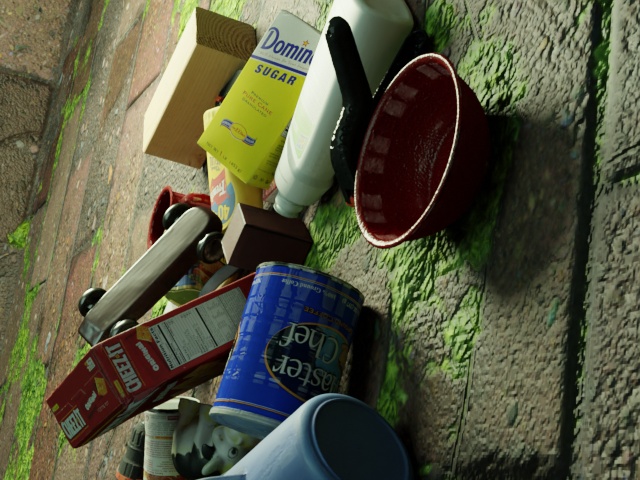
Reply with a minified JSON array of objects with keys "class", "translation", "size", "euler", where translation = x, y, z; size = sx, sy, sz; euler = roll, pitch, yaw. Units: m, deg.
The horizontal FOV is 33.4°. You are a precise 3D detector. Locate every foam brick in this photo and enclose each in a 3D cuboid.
[{"class":"foam brick","translation":[-0.057,0.001,1.127],"size":[0.053,0.078,0.051],"euler":[-114,43,-59]}]

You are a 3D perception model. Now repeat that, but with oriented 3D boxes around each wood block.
[{"class":"wood block","translation":[-0.172,-0.211,1.501],"size":[0.206,0.090,0.090],"euler":[-56,29,39]}]

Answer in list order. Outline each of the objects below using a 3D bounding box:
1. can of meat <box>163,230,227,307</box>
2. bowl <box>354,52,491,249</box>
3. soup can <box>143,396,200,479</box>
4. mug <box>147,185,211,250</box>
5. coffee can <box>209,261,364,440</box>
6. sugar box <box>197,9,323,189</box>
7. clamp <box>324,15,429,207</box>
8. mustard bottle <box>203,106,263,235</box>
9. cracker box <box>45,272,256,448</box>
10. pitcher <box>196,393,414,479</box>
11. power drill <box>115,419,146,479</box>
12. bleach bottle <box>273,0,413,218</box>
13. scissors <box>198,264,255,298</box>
[{"class":"can of meat","translation":[-0.144,0.039,1.277],"size":[0.058,0.102,0.084],"euler":[-13,62,24]},{"class":"bowl","translation":[0.089,-0.065,0.857],"size":[0.162,0.055,0.162],"euler":[-46,36,49]},{"class":"soup can","translation":[-0.170,0.236,1.226],"size":[0.069,0.068,0.102],"euler":[-168,77,-67]},{"class":"mug","translation":[-0.168,-0.024,1.391],"size":[0.117,0.081,0.093],"euler":[-52,32,44]},{"class":"coffee can","translation":[-0.028,0.103,0.939],"size":[0.103,0.102,0.140],"euler":[-21,49,63]},{"class":"sugar box","translation":[-0.050,-0.152,1.150],"size":[0.093,0.048,0.176],"euler":[39,104,32]},{"class":"clamp","translation":[0.038,-0.114,0.938],"size":[0.039,0.120,0.171],"euler":[11,91,52]},{"class":"mustard bottle","translation":[-0.099,-0.060,1.250],"size":[0.096,0.058,0.191],"euler":[-3,91,62]},{"class":"cracker box","translation":[-0.163,0.129,1.133],"size":[0.072,0.213,0.164],"euler":[58,142,9]},{"class":"pitcher","translation":[-0.045,0.228,0.854],"size":[0.145,0.149,0.243],"euler":[47,123,10]},{"class":"power drill","translation":[-0.220,0.334,1.332],"size":[0.188,0.057,0.184],"euler":[-151,73,-69]},{"class":"bleach bottle","translation":[0.009,-0.135,1.077],"size":[0.102,0.068,0.251],"euler":[-107,36,-51]},{"class":"scissors","translation":[-0.076,0.008,1.176],"size":[0.016,0.096,0.202],"euler":[46,131,15]}]
